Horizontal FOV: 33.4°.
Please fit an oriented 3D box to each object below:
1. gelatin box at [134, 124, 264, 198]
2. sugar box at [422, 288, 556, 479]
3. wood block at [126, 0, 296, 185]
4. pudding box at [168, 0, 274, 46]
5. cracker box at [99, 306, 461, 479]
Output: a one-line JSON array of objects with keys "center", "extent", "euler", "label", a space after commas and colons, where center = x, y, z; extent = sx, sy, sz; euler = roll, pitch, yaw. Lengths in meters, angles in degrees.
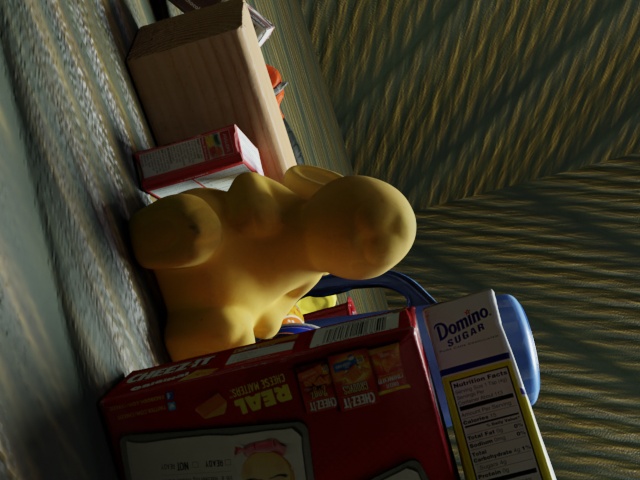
[{"center": [-0.083, -0.052, 0.758], "extent": [0.089, 0.073, 0.030], "euler": [37, 39, -81], "label": "gelatin box"}, {"center": [0.096, 0.123, 0.546], "extent": [0.093, 0.048, 0.176], "euler": [67, 7, -52], "label": "sugar box"}, {"center": [-0.072, -0.073, 0.847], "extent": [0.091, 0.090, 0.206], "euler": [-95, 169, -63], "label": "wood block"}, {"center": [-0.097, -0.212, 0.955], "extent": [0.113, 0.039, 0.090], "euler": [40, 12, -7], "label": "pudding box"}, {"center": [-0.003, 0.156, 0.557], "extent": [0.072, 0.164, 0.214], "euler": [-55, 130, -80], "label": "cracker box"}]
